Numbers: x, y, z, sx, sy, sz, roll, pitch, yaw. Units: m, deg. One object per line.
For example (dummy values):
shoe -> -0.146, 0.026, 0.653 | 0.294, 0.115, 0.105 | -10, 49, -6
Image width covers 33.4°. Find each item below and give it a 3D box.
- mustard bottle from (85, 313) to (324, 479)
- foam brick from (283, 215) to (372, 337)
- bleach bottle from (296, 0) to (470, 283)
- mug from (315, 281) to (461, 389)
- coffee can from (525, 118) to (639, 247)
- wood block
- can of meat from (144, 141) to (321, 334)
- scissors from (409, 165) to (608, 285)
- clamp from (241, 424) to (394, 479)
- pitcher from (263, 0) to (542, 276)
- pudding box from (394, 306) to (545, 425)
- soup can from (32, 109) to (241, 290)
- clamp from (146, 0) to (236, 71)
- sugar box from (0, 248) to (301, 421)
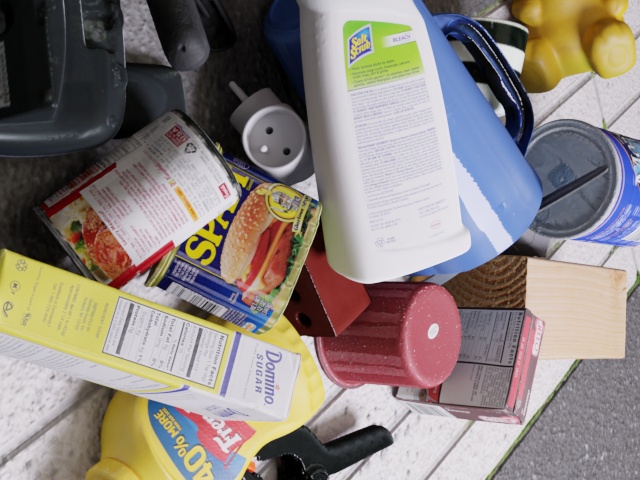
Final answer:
mustard bottle -> -0.082, 0.118, 0.683 | 0.191, 0.058, 0.096 | -38, 99, -42
foam brick -> -0.007, 0.026, 0.783 | 0.051, 0.053, 0.078 | -45, 121, -41
bleach bottle -> 0.039, -0.103, 0.702 | 0.102, 0.068, 0.251 | -18, 113, -26
mug -> 0.062, 0.080, 0.842 | 0.117, 0.082, 0.093 | 50, 53, -37
coffee can -> 0.246, -0.048, 0.950 | 0.140, 0.103, 0.103 | 5, 85, -50
wood block -> 0.204, 0.065, 1.007 | 0.205, 0.090, 0.091 | 7, 84, -50
can of meat -> -0.055, 0.001, 0.695 | 0.084, 0.058, 0.102 | 27, 64, -11
scissors -> 0.155, -0.020, 0.891 | 0.016, 0.202, 0.096 | 48, 27, -11
clamp -> -0.011, 0.189, 0.786 | 0.171, 0.039, 0.120 | 17, 71, -42
pitcher -> 0.068, -0.105, 0.820 | 0.242, 0.145, 0.149 | 54, 25, -31
pudding box -> 0.124, 0.102, 0.891 | 0.039, 0.114, 0.090 | 38, 62, -44
soup can -> -0.106, -0.022, 0.623 | 0.102, 0.069, 0.068 | -38, 121, -12
clamp -> -0.106, -0.200, 0.655 | 0.164, 0.036, 0.210 | -65, 131, -82
sugar box -> -0.108, 0.057, 0.588 | 0.176, 0.094, 0.048 | 20, 72, -28
